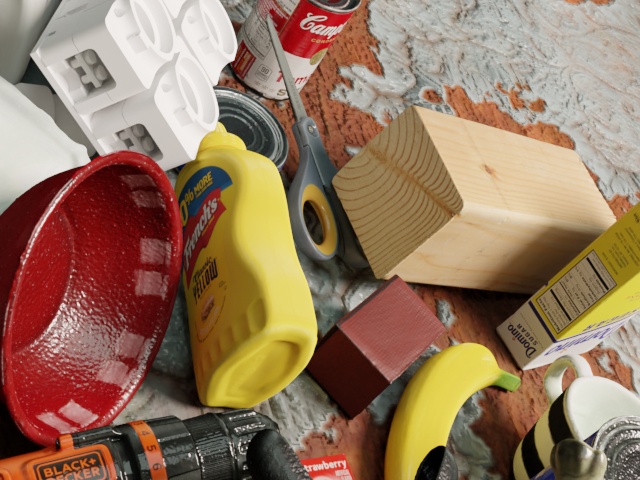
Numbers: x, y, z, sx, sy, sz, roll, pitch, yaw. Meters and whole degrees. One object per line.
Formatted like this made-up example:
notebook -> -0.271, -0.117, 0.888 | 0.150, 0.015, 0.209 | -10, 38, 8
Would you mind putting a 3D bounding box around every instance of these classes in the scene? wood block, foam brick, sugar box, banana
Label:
wood block -> 0.122, -0.024, 0.793 | 0.205, 0.090, 0.091 | 8, 49, -45
foam brick -> 0.035, 0.070, 0.703 | 0.051, 0.053, 0.078 | 46, 43, 8
sugar box -> 0.217, 0.028, 0.776 | 0.093, 0.176, 0.048 | -9, 57, -40
banana -> 0.080, 0.121, 0.700 | 0.069, 0.037, 0.197 | 41, 41, 4

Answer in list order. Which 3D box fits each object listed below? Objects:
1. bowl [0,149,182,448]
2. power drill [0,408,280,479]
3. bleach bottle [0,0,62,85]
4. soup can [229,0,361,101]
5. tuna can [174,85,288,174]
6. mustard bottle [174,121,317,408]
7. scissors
bowl -> -0.137, 0.026, 0.570 | 0.055, 0.162, 0.161 | 14, 36, 21
power drill -> -0.078, 0.175, 0.510 | 0.184, 0.057, 0.188 | -10, 57, -26
bleach bottle -> -0.196, -0.206, 0.764 | 0.068, 0.103, 0.250 | 24, 36, -8
soup can -> -0.022, -0.167, 0.836 | 0.068, 0.102, 0.068 | 20, 45, -21
tuna can -> -0.067, -0.070, 0.769 | 0.086, 0.034, 0.086 | 19, 45, -21
mustard bottle -> -0.055, 0.001, 0.667 | 0.058, 0.096, 0.191 | 9, 49, -29
scissors -> -0.017, -0.067, 0.764 | 0.096, 0.016, 0.202 | -29, 93, -57
